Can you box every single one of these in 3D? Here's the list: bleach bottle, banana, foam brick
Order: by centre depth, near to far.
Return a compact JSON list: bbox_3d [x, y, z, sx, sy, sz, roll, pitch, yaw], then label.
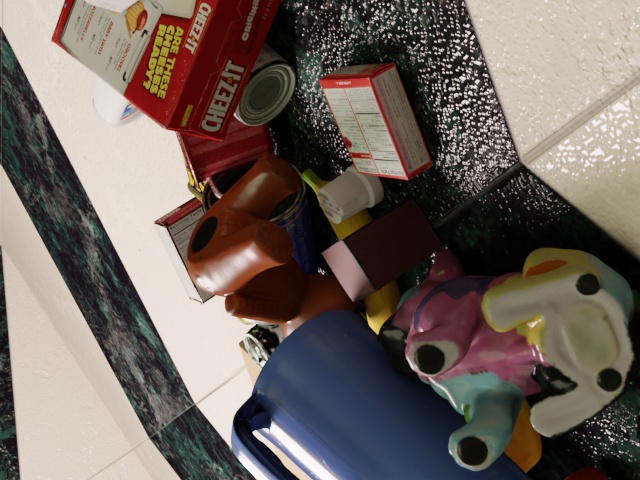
[{"bbox_3d":[0.052,0.007,0.890,0.051,0.078,0.053,58,156,2],"label":"foam brick"},{"bbox_3d":[0.042,0.022,0.987,0.198,0.037,0.070,67,169,-20],"label":"banana"},{"bbox_3d":[-0.201,-0.180,1.168,0.068,0.102,0.251,52,164,-2],"label":"bleach bottle"}]

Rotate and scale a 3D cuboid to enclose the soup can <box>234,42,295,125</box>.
[{"bbox_3d":[-0.078,-0.158,0.956,0.102,0.068,0.068,44,154,29],"label":"soup can"}]

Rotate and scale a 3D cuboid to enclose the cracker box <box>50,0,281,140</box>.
[{"bbox_3d":[-0.131,-0.202,0.905,0.214,0.071,0.164,37,110,41],"label":"cracker box"}]

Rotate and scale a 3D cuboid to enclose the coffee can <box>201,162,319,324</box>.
[{"bbox_3d":[-0.057,0.001,1.074,0.103,0.102,0.140,40,152,37],"label":"coffee can"}]

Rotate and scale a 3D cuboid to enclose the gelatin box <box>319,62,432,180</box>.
[{"bbox_3d":[0.044,-0.093,0.837,0.073,0.030,0.089,12,130,59],"label":"gelatin box"}]

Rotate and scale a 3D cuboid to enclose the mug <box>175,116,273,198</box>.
[{"bbox_3d":[-0.091,-0.095,1.014,0.093,0.081,0.117,107,142,-79],"label":"mug"}]

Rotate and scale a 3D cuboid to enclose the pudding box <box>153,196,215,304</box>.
[{"bbox_3d":[-0.132,0.005,1.251,0.039,0.090,0.113,19,137,56],"label":"pudding box"}]

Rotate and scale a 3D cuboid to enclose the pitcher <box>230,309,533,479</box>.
[{"bbox_3d":[0.054,0.175,0.845,0.243,0.149,0.144,38,178,38],"label":"pitcher"}]
